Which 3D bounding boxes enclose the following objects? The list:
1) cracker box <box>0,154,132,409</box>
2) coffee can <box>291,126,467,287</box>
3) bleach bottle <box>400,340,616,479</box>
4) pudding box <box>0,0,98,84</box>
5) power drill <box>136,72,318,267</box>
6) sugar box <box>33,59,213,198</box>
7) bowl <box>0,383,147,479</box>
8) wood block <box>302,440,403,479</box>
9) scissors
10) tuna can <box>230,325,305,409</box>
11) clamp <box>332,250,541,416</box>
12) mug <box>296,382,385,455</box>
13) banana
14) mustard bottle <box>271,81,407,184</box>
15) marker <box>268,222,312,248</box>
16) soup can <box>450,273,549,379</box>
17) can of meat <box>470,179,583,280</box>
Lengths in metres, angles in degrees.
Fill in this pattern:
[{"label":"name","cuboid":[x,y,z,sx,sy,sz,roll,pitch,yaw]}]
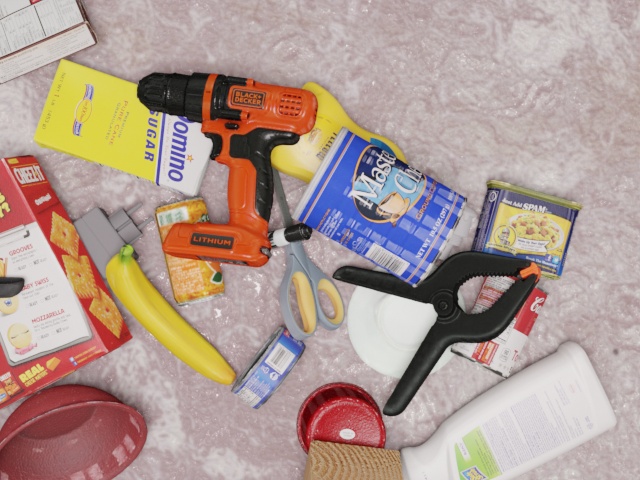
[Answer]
[{"label":"cracker box","cuboid":[-0.312,0.046,1.070,0.164,0.072,0.214,-28,90,16]},{"label":"coffee can","cuboid":[0.057,-0.032,1.039,0.140,0.103,0.103,30,87,-1]},{"label":"bleach bottle","cuboid":[0.175,0.204,1.118,0.251,0.068,0.102,-26,91,-2]},{"label":"pudding box","cuboid":[-0.295,-0.221,1.095,0.113,0.039,0.090,-24,61,-2]},{"label":"power drill","cuboid":[-0.104,-0.074,1.057,0.184,0.057,0.187,8,83,8]},{"label":"sugar box","cuboid":[-0.198,-0.115,1.112,0.176,0.048,0.093,18,86,-1]},{"label":"bowl","cuboid":[-0.258,0.194,1.068,0.162,0.162,0.055,-28,53,-4]},{"label":"wood block","cuboid":[0.018,0.308,1.045,0.090,0.090,0.206,8,117,-7]},{"label":"scissors","cuboid":[-0.015,0.012,1.127,0.096,0.016,0.202,21,56,-43]},{"label":"tuna can","cuboid":[-0.053,0.130,1.094,0.034,0.086,0.086,38,87,-3]},{"label":"clamp","cuboid":[0.120,0.062,1.090,0.210,0.036,0.164,-31,74,12]},{"label":"mug","cuboid":[0.027,0.208,1.098,0.093,0.081,0.117,-20,90,-4]},{"label":"banana","cuboid":[-0.161,0.079,1.090,0.037,0.070,0.197,-47,120,-18]},{"label":"mustard bottle","cuboid":[0.035,-0.073,1.118,0.191,0.058,0.096,38,84,-2]},{"label":"marker","cuboid":[-0.057,0.001,1.094,0.121,0.020,0.020,-15,89,37]},{"label":"soup can","cuboid":[0.187,0.085,1.118,0.068,0.068,0.102,26,87,-2]},{"label":"can of meat","cuboid":[0.216,-0.010,1.128,0.102,0.057,0.084,15,89,-3]}]
